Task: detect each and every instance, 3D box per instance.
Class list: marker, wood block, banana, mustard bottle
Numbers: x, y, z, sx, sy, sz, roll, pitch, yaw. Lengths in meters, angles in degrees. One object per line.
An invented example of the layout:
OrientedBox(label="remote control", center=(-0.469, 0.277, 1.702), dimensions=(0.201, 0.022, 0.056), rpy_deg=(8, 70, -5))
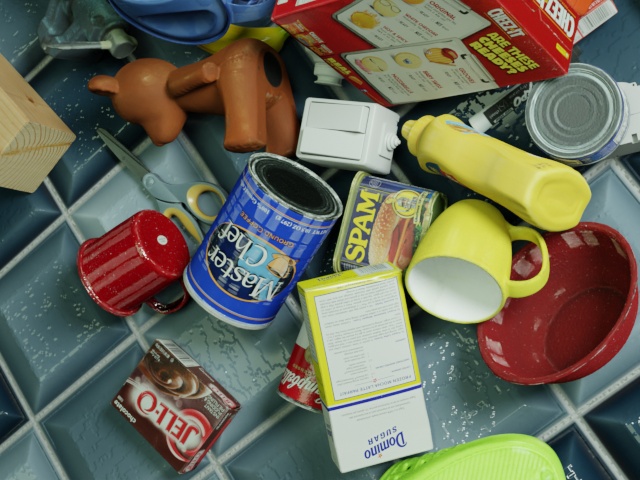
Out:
OrientedBox(label="marker", center=(0.193, -0.143, 1.002), dimensions=(0.121, 0.020, 0.020), rpy_deg=(-37, 72, 16))
OrientedBox(label="wood block", center=(-0.388, -0.159, 1.215), dimensions=(0.206, 0.090, 0.090), rpy_deg=(45, 102, 21))
OrientedBox(label="banana", center=(-0.112, -0.234, 1.136), dimensions=(0.198, 0.037, 0.069), rpy_deg=(27, 78, 22))
OrientedBox(label="mustard bottle", center=(0.144, -0.071, 0.968), dimensions=(0.192, 0.096, 0.058), rpy_deg=(32, 103, 42))

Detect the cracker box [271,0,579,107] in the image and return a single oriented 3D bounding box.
OrientedBox(label="cracker box", center=(0.090, -0.197, 0.934), dimensions=(0.214, 0.164, 0.072), rpy_deg=(-5, 61, 45))

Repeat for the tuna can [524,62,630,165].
OrientedBox(label="tuna can", center=(0.221, -0.109, 0.922), dimensions=(0.086, 0.033, 0.086), rpy_deg=(-3, 84, 25))

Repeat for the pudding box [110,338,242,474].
OrientedBox(label="pudding box", center=(-0.150, 0.170, 1.107), dimensions=(0.114, 0.039, 0.090), rpy_deg=(41, 101, 22))

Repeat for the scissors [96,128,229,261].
OrientedBox(label="scissors", center=(-0.163, -0.068, 1.148), dimensions=(0.096, 0.016, 0.202), rpy_deg=(-37, 73, 19))

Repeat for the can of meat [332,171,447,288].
OrientedBox(label="can of meat", center=(0.068, -0.007, 1.023), dimensions=(0.084, 0.057, 0.102), rpy_deg=(15, 91, 21))

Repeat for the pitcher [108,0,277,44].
OrientedBox(label="pitcher", center=(-0.108, -0.325, 1.064), dimensions=(0.145, 0.149, 0.242), rpy_deg=(-10, 55, 48))

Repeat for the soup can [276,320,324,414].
OrientedBox(label="soup can", center=(0.007, 0.110, 1.030), dimensions=(0.069, 0.068, 0.102), rpy_deg=(22, 93, 24))

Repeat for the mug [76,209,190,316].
OrientedBox(label="mug", center=(-0.183, 0.029, 1.107), dimensions=(0.082, 0.093, 0.117), rpy_deg=(-31, 110, 27))

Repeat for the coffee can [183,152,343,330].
OrientedBox(label="coffee can", center=(-0.057, 0.001, 1.032), dimensions=(0.103, 0.102, 0.140), rpy_deg=(42, 116, 21))

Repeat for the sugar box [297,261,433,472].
OrientedBox(label="sugar box", center=(0.041, 0.116, 0.980), dimensions=(0.093, 0.048, 0.176), rpy_deg=(-12, 103, -9))

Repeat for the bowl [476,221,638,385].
OrientedBox(label="bowl", center=(0.216, 0.065, 0.927), dimensions=(0.162, 0.055, 0.162), rpy_deg=(-35, 35, 28))
